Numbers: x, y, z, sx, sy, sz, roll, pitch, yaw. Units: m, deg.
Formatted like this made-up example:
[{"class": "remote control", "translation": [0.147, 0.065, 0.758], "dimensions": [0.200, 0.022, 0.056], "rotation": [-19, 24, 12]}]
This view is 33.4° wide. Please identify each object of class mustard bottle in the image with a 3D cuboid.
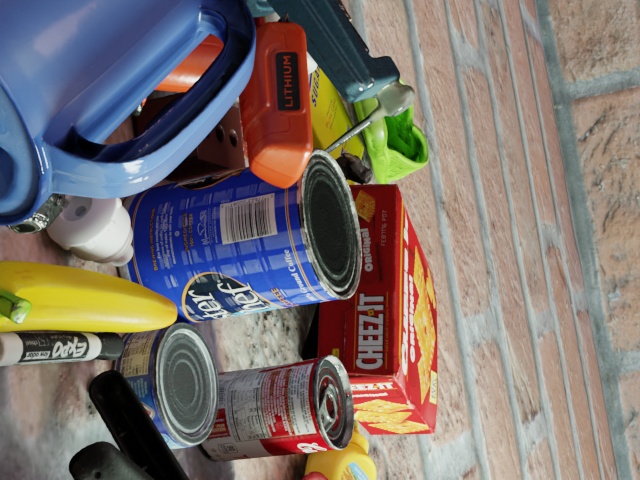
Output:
[{"class": "mustard bottle", "translation": [0.013, 0.234, 0.908], "dimensions": [0.191, 0.058, 0.096], "rotation": [-78, 151, -43]}]

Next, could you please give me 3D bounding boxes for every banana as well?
[{"class": "banana", "translation": [-0.148, 0.037, 0.598], "dimensions": [0.037, 0.070, 0.197], "rotation": [-68, 165, 4]}]

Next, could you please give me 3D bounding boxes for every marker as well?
[{"class": "marker", "translation": [-0.154, 0.063, 0.629], "dimensions": [0.121, 0.020, 0.020], "rotation": [11, 70, -67]}]

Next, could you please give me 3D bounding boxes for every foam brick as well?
[{"class": "foam brick", "translation": [-0.096, -0.075, 0.792], "dimensions": [0.078, 0.051, 0.053], "rotation": [8, 73, -67]}]

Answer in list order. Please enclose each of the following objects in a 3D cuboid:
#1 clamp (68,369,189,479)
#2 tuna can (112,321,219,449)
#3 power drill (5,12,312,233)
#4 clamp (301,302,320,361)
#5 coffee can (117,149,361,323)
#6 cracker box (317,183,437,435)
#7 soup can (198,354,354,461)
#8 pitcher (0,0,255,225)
[{"class": "clamp", "translation": [-0.074, 0.168, 0.618], "dimensions": [0.210, 0.036, 0.165], "rotation": [55, -2, -17]}, {"class": "tuna can", "translation": [-0.103, 0.098, 0.719], "dimensions": [0.086, 0.034, 0.086], "rotation": [-11, 90, -68]}, {"class": "power drill", "translation": [-0.100, -0.081, 0.637], "dimensions": [0.187, 0.057, 0.184], "rotation": [7, 64, -20]}, {"class": "clamp", "translation": [0.017, 0.031, 1.012], "dimensions": [0.171, 0.039, 0.120], "rotation": [-63, 165, -61]}, {"class": "coffee can", "translation": [-0.055, 0.001, 0.738], "dimensions": [0.102, 0.140, 0.103], "rotation": [-11, 90, -68]}, {"class": "cracker box", "translation": [0.054, 0.067, 0.921], "dimensions": [0.213, 0.072, 0.164], "rotation": [59, 30, -65]}, {"class": "soup can", "translation": [-0.035, 0.124, 0.782], "dimensions": [0.068, 0.102, 0.068], "rotation": [-11, 90, -68]}, {"class": "pitcher", "translation": [-0.111, -0.123, 0.547], "dimensions": [0.149, 0.145, 0.242], "rotation": [56, 50, -20]}]
